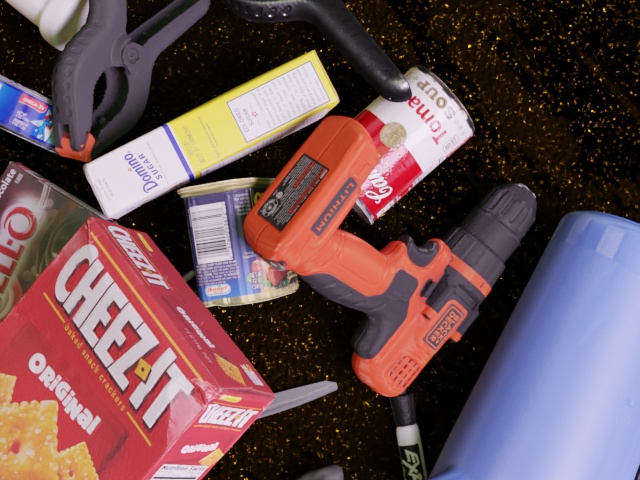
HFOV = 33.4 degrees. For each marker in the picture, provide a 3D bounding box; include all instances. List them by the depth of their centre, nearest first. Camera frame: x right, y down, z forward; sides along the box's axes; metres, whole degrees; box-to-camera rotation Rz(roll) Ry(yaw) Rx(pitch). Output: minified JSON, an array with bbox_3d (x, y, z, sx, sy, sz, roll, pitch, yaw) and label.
[{"bbox_3d":[0.069,0.168,0.787,0.020,0.020,0.121,-10,87,0],"label":"marker"}]

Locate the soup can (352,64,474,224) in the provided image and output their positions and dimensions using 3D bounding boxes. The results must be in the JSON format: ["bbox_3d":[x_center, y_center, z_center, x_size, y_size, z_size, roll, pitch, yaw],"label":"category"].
[{"bbox_3d":[0.052,-0.070,0.774,0.102,0.068,0.068,-41,88,-2],"label":"soup can"}]

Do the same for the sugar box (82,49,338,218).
[{"bbox_3d":[-0.078,-0.073,0.754,0.176,0.093,0.048,-25,94,-6],"label":"sugar box"}]

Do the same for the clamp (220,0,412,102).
[{"bbox_3d":[-0.005,-0.183,0.775,0.210,0.036,0.164,10,64,8],"label":"clamp"}]

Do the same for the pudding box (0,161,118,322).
[{"bbox_3d":[-0.216,0.013,0.789,0.090,0.039,0.113,31,88,3],"label":"pudding box"}]

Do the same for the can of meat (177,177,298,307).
[{"bbox_3d":[-0.055,0.001,0.755,0.057,0.102,0.084,-8,90,16],"label":"can of meat"}]

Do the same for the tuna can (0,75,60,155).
[{"bbox_3d":[-0.217,-0.094,0.770,0.086,0.086,0.034,26,90,2],"label":"tuna can"}]

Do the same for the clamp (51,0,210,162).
[{"bbox_3d":[-0.146,-0.141,0.745,0.039,0.120,0.171,8,65,40],"label":"clamp"}]

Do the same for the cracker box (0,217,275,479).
[{"bbox_3d":[-0.159,0.118,0.706,0.214,0.072,0.164,-49,62,12],"label":"cracker box"}]

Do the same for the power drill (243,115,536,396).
[{"bbox_3d":[0.052,-0.001,0.730,0.184,0.057,0.187,-52,126,-4],"label":"power drill"}]

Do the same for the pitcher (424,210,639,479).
[{"bbox_3d":[0.179,0.112,0.743,0.145,0.149,0.243,24,85,17],"label":"pitcher"}]
